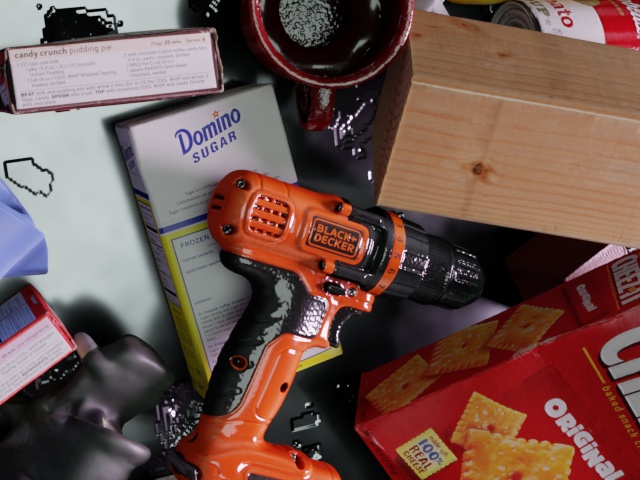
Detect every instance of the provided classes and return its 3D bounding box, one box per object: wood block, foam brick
[{"bbox_3d":[0.141,-0.063,0.635,0.206,0.090,0.091,9,127,-6],"label":"wood block"},{"bbox_3d":[0.173,0.025,0.728,0.051,0.078,0.053,-35,110,-12],"label":"foam brick"}]

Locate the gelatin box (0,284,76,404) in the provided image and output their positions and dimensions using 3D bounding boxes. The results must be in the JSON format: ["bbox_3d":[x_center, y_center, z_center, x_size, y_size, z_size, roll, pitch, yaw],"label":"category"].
[{"bbox_3d":[-0.184,0.068,0.593,0.089,0.073,0.030,-38,111,-12],"label":"gelatin box"}]

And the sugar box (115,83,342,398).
[{"bbox_3d":[-0.054,0.001,0.650,0.093,0.048,0.176,-19,103,-20],"label":"sugar box"}]

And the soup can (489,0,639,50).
[{"bbox_3d":[0.169,-0.125,0.705,0.102,0.069,0.068,-5,101,-21],"label":"soup can"}]

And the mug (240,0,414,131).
[{"bbox_3d":[-0.002,-0.122,0.623,0.093,0.081,0.117,-2,97,-12],"label":"mug"}]

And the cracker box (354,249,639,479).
[{"bbox_3d":[0.154,0.122,0.687,0.214,0.072,0.164,-26,111,20],"label":"cracker box"}]

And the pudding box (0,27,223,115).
[{"bbox_3d":[-0.120,-0.092,0.582,0.113,0.090,0.039,-12,103,-20],"label":"pudding box"}]

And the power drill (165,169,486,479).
[{"bbox_3d":[0.001,0.068,0.627,0.184,0.057,0.187,18,86,-24],"label":"power drill"}]
